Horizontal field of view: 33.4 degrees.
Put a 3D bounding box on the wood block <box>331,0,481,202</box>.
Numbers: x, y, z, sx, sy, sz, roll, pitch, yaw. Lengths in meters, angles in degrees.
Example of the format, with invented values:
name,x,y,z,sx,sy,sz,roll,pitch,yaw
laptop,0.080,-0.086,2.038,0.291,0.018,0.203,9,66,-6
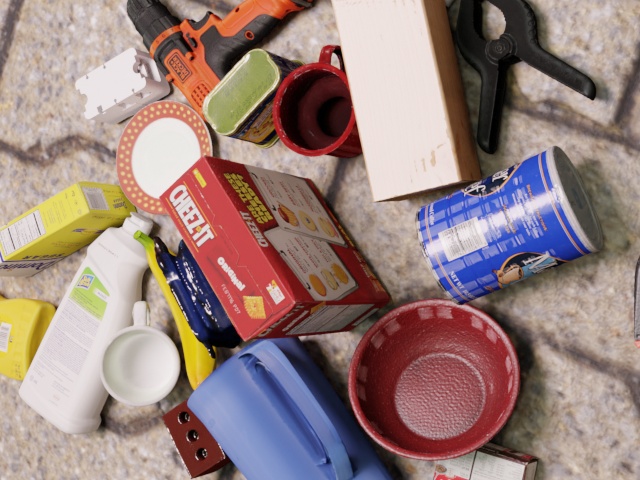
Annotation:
name,x,y,z,sx,sy,sz,roll,pitch,yaw
wood block,0.083,-0.147,1.023,0.091,0.090,0.206,-13,88,22

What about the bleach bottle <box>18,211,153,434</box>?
name,x,y,z,sx,sy,sz,roll,pitch,yaw
bleach bottle,-0.250,0.089,1.217,0.103,0.068,0.251,31,99,24

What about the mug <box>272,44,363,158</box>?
name,x,y,z,sx,sy,sz,roll,pitch,yaw
mug,0.012,-0.139,1.081,0.093,0.081,0.117,1,89,27

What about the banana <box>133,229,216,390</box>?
name,x,y,z,sx,sy,sz,roll,pitch,yaw
banana,-0.150,0.079,1.158,0.037,0.069,0.198,-39,65,27

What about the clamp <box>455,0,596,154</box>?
name,x,y,z,sx,sy,sz,roll,pitch,yaw
clamp,0.172,-0.171,1.025,0.120,0.039,0.171,-35,68,15

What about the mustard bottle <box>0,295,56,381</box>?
name,x,y,z,sx,sy,sz,roll,pitch,yaw
mustard bottle,-0.412,0.105,1.299,0.192,0.058,0.096,10,91,27

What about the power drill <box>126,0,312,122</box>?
name,x,y,z,sx,sy,sz,roll,pitch,yaw
power drill,-0.112,-0.250,1.163,0.188,0.057,0.184,-44,74,22

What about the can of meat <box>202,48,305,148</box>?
name,x,y,z,sx,sy,sz,roll,pitch,yaw
can of meat,-0.063,-0.149,1.118,0.102,0.083,0.057,-44,70,19

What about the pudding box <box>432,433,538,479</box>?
name,x,y,z,sx,sy,sz,roll,pitch,yaw
pudding box,0.151,0.250,1.020,0.090,0.039,0.113,14,96,26

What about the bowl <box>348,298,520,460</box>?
name,x,y,z,sx,sy,sz,roll,pitch,yaw
bowl,0.110,0.139,1.015,0.162,0.055,0.162,-6,60,11

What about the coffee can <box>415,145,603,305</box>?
name,x,y,z,sx,sy,sz,roll,pitch,yaw
coffee can,0.173,-0.012,0.983,0.140,0.102,0.103,-25,77,24

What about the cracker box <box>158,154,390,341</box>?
name,x,y,z,sx,sy,sz,roll,pitch,yaw
cracker box,-0.040,0.011,1.027,0.072,0.213,0.164,-40,72,20

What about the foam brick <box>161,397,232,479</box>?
name,x,y,z,sx,sy,sz,roll,pitch,yaw
foam brick,-0.125,0.208,1.154,0.053,0.051,0.078,-35,73,21

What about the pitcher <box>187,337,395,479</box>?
name,x,y,z,sx,sy,sz,roll,pitch,yaw
pitcher,-0.011,0.211,1.048,0.145,0.149,0.243,-44,73,19

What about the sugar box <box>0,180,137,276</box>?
name,x,y,z,sx,sy,sz,roll,pitch,yaw
sugar box,-0.309,-0.010,1.233,0.176,0.093,0.048,-30,75,24
